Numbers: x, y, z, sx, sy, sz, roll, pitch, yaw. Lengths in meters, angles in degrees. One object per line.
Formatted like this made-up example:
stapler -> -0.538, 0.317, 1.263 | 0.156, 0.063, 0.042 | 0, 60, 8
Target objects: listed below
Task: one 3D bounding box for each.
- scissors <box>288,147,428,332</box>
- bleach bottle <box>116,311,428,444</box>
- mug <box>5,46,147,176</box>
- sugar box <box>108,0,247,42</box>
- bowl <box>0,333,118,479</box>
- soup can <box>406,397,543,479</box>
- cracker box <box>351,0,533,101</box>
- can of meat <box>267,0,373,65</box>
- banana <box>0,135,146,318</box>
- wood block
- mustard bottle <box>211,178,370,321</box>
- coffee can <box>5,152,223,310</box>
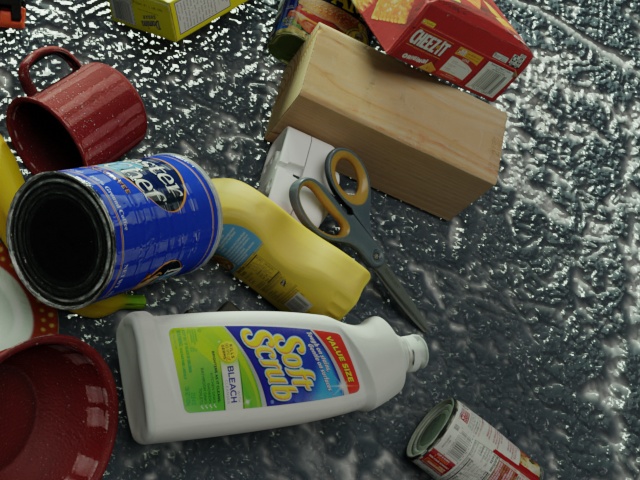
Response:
scissors -> 0.050, -0.006, 0.972 | 0.201, 0.016, 0.096 | 39, 63, -32
bleach bottle -> -0.029, 0.096, 0.850 | 0.250, 0.068, 0.102 | -5, 76, -26
mug -> -0.205, -0.106, 0.887 | 0.081, 0.093, 0.117 | -43, 111, -38
sugar box -> -0.105, -0.249, 1.003 | 0.093, 0.048, 0.176 | 25, 46, 35
bowl -> -0.222, 0.140, 0.768 | 0.161, 0.055, 0.162 | -24, 120, -49
soup can -> 0.135, 0.195, 0.938 | 0.102, 0.069, 0.068 | 39, 57, -6
cracker box -> 0.094, -0.247, 1.039 | 0.163, 0.072, 0.214 | 14, 39, -43
can of meat -> 0.003, -0.210, 1.057 | 0.102, 0.058, 0.084 | 23, 63, -16
banana -> -0.228, -0.005, 0.869 | 0.198, 0.037, 0.069 | 50, 24, -2
wood block -> 0.064, -0.110, 1.022 | 0.206, 0.091, 0.090 | 23, 60, -15
mustard bottle -> -0.056, 0.001, 0.912 | 0.191, 0.096, 0.058 | 36, 60, -8
coffee can -> -0.156, -0.011, 0.828 | 0.103, 0.103, 0.140 | 59, 29, 7
